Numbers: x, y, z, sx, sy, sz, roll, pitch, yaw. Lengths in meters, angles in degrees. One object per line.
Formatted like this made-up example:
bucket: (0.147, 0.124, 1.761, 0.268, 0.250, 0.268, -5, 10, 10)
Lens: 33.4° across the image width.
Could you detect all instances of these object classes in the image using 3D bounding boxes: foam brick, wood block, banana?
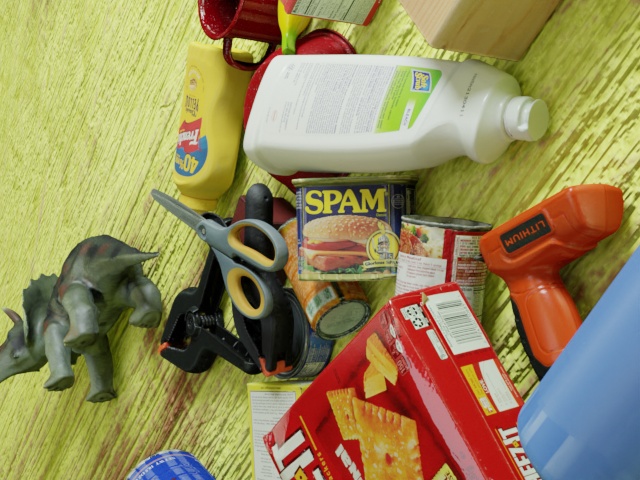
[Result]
foam brick: (-0.057, 0.001, 1.031, 0.051, 0.052, 0.078, 51, 129, 44)
wood block: (0.138, -0.233, 0.720, 0.206, 0.090, 0.091, -57, 46, 37)
banana: (-0.001, -0.262, 0.938, 0.070, 0.037, 0.198, -124, 45, -54)

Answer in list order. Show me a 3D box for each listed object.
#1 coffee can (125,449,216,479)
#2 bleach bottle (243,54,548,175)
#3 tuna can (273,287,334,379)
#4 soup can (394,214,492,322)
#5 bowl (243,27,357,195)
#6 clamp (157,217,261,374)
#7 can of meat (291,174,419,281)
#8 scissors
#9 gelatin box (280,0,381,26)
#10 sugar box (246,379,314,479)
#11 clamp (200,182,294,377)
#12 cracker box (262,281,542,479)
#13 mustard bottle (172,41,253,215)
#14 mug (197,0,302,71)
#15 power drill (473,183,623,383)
coffee can: (-0.132, 0.291, 1.085, 0.140, 0.102, 0.103, 31, 114, 53)
bleach bottle: (0.056, -0.092, 0.824, 0.251, 0.068, 0.102, 10, 80, 41)
tuna can: (-0.023, 0.086, 0.994, 0.086, 0.033, 0.086, -3, 86, 56)
soup can: (0.090, 0.035, 0.800, 0.069, 0.068, 0.102, 14, 101, 55)
bowl: (-0.025, -0.118, 0.988, 0.162, 0.055, 0.162, -3, 87, 55)
clamp: (-0.118, 0.094, 1.131, 0.210, 0.036, 0.164, -45, 52, 48)
can of meat: (0.029, -0.009, 0.872, 0.102, 0.057, 0.084, -1, 90, 20)
scissors: (-0.096, 0.011, 0.957, 0.202, 0.016, 0.096, 12, 107, 48)
gelatin box: (0.016, -0.223, 0.900, 0.073, 0.089, 0.030, -59, 44, 36)
sugar box: (-0.024, 0.218, 0.980, 0.094, 0.048, 0.176, -9, 84, 55)
clamp: (-0.066, 0.038, 0.974, 0.120, 0.039, 0.171, -7, 92, 63)
cracker box: (0.056, 0.156, 0.745, 0.214, 0.071, 0.164, -52, 57, 45)
mustard bottle: (-0.118, -0.108, 1.122, 0.096, 0.058, 0.192, 27, 111, 54)
mug: (-0.062, -0.220, 1.021, 0.093, 0.081, 0.117, 19, 103, 55)
power drill: (0.177, 0.063, 0.678, 0.185, 0.057, 0.187, -33, 62, 50)
